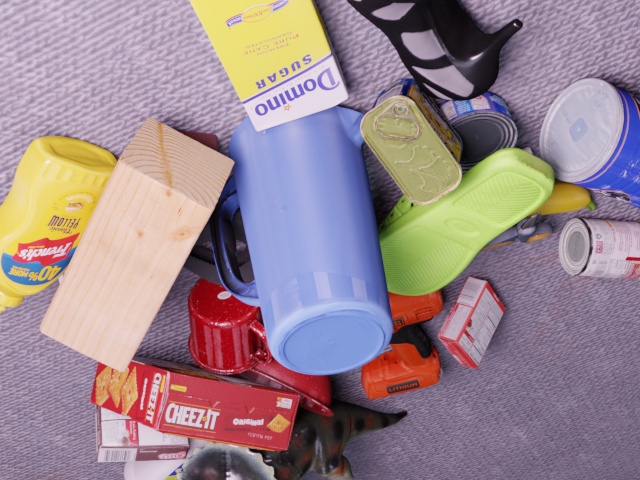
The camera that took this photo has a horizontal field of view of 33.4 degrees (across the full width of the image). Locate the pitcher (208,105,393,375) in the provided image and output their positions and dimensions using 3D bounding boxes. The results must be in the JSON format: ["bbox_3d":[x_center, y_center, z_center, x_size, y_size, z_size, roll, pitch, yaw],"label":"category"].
[{"bbox_3d":[-0.016,0.001,0.974,0.144,0.243,0.149,2,139,-15],"label":"pitcher"}]

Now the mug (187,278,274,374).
[{"bbox_3d":[-0.096,0.094,1.184,0.093,0.117,0.081,-38,147,-30],"label":"mug"}]

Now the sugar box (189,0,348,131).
[{"bbox_3d":[-0.042,-0.173,0.908,0.093,0.048,0.176,-18,141,8],"label":"sugar box"}]

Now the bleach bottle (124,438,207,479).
[{"bbox_3d":[-0.157,0.261,1.414,0.102,0.068,0.251,10,136,-40],"label":"bleach bottle"}]

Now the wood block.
[{"bbox_3d":[-0.168,0.007,0.967,0.090,0.090,0.206,28,122,-7],"label":"wood block"}]

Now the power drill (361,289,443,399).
[{"bbox_3d":[0.069,0.126,1.307,0.184,0.057,0.187,-14,143,7],"label":"power drill"}]

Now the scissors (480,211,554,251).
[{"bbox_3d":[0.201,-0.009,1.134,0.096,0.016,0.201,-15,171,18],"label":"scissors"}]

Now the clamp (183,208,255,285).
[{"bbox_3d":[-0.057,0.001,1.122,0.209,0.036,0.165,9,124,-12],"label":"clamp"}]

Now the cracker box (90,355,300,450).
[{"bbox_3d":[-0.149,0.182,1.221,0.164,0.072,0.214,14,174,-30],"label":"cracker box"}]

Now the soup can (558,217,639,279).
[{"bbox_3d":[0.334,0.010,1.222,0.102,0.068,0.069,3,140,-18],"label":"soup can"}]

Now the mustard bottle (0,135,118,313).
[{"bbox_3d":[-0.267,-0.006,1.004,0.096,0.058,0.192,6,126,-52],"label":"mustard bottle"}]

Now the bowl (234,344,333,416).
[{"bbox_3d":[-0.047,0.151,1.274,0.162,0.055,0.162,24,167,6],"label":"bowl"}]

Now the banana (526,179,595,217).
[{"bbox_3d":[0.211,-0.033,1.160,0.197,0.037,0.069,-9,142,-3],"label":"banana"}]

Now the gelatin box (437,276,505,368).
[{"bbox_3d":[0.182,0.099,1.284,0.030,0.089,0.073,17,160,37],"label":"gelatin box"}]

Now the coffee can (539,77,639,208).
[{"bbox_3d":[0.303,-0.091,1.058,0.140,0.103,0.103,16,135,-31],"label":"coffee can"}]

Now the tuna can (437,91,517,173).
[{"bbox_3d":[0.148,-0.107,1.052,0.086,0.034,0.086,-7,142,-6],"label":"tuna can"}]

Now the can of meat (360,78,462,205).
[{"bbox_3d":[0.087,-0.094,0.980,0.057,0.084,0.102,-33,103,21],"label":"can of meat"}]

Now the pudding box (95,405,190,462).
[{"bbox_3d":[-0.223,0.228,1.332,0.113,0.090,0.039,3,138,-17],"label":"pudding box"}]
